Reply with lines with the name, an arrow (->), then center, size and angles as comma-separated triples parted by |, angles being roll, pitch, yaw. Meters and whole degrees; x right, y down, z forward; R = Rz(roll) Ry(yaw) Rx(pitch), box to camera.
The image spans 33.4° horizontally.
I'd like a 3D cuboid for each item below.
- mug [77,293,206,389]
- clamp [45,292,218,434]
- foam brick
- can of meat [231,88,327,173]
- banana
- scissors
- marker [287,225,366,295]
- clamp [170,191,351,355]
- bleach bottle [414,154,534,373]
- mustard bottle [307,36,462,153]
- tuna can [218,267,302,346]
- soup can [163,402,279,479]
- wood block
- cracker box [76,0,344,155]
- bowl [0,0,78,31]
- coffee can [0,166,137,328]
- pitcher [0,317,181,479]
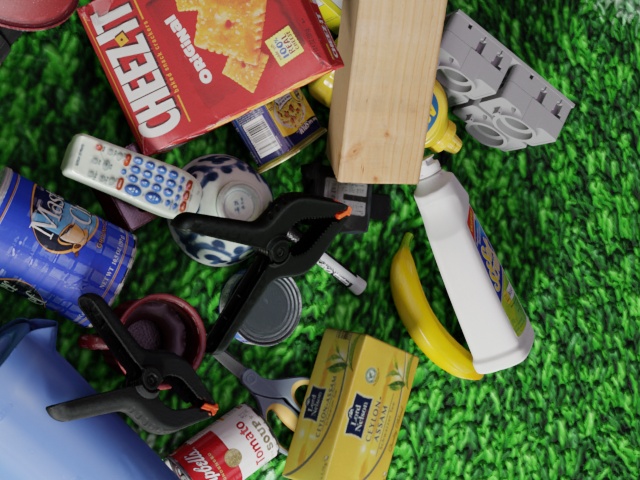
mug -> -0.182, 0.099, 1.059 | 0.117, 0.082, 0.093 | -2, 88, -27
clamp -> -0.172, 0.138, 0.979 | 0.171, 0.039, 0.120 | 37, 59, -26
foam brick -> -0.196, -0.053, 1.077 | 0.053, 0.051, 0.078 | -33, 102, -25
can of meat -> -0.049, -0.130, 1.136 | 0.084, 0.058, 0.102 | 60, 33, -9
banana -> 0.128, 0.090, 1.241 | 0.069, 0.037, 0.198 | -32, 101, -24
scissors -> -0.060, 0.142, 1.156 | 0.096, 0.016, 0.201 | -37, 104, -25
marker -> 0.002, 0.019, 1.191 | 0.121, 0.020, 0.020 | 39, 71, -20
clamp -> -0.057, 0.001, 1.087 | 0.209, 0.036, 0.164 | -35, 130, -24
bleach bottle -> 0.167, 0.021, 1.236 | 0.251, 0.068, 0.102 | 65, 26, -8
mustard bottle -> 0.085, -0.156, 1.207 | 0.191, 0.058, 0.096 | 32, 113, -23
tuna can -> -0.065, 0.070, 1.146 | 0.086, 0.034, 0.086 | 2, 87, -26
soup can -> -0.101, 0.223, 1.102 | 0.102, 0.069, 0.068 | -33, 102, -25
wood block -> 0.065, -0.170, 1.110 | 0.090, 0.091, 0.206 | 1, 116, -11
cracker box -> -0.108, -0.199, 1.045 | 0.214, 0.072, 0.164 | -23, 93, 16
bowl -> -0.290, -0.279, 1.003 | 0.161, 0.055, 0.162 | 21, 51, -29
coffee can -> -0.260, 0.008, 1.013 | 0.140, 0.103, 0.102 | 30, 75, -23
pitcher -> -0.250, 0.204, 1.003 | 0.242, 0.149, 0.144 | 48, 42, -20
